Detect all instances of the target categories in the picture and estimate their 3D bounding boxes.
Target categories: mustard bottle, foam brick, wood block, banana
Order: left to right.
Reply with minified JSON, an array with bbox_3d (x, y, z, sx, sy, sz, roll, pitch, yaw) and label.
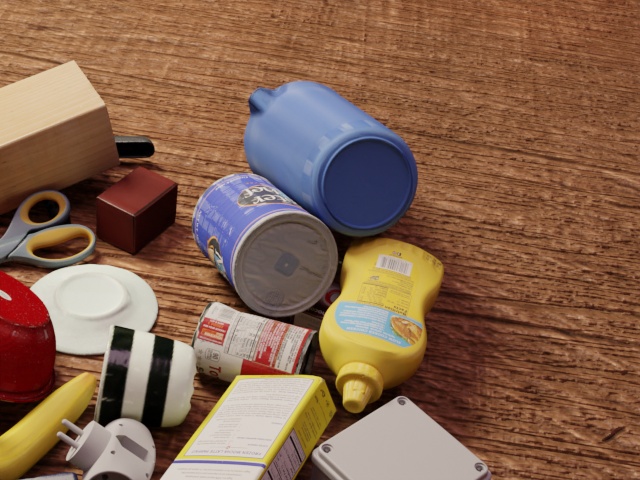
[{"bbox_3d":[-0.325,-0.094,1.107,0.205,0.090,0.091,-26,53,-19],"label":"wood block"},{"bbox_3d":[-0.237,0.161,0.849,0.037,0.070,0.197,44,16,2],"label":"banana"},{"bbox_3d":[-0.194,-0.032,1.125,0.051,0.053,0.078,24,39,18],"label":"foam brick"},{"bbox_3d":[0.051,0.080,0.971,0.096,0.058,0.191,17,42,4],"label":"mustard bottle"}]

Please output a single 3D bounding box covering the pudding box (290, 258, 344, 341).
[{"bbox_3d":[0.037,0.069,1.053,0.113,0.039,0.090,18,40,12],"label":"pudding box"}]

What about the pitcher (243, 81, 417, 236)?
[{"bbox_3d":[0.018,-0.078,1.107,0.149,0.145,0.243,-4,17,-16],"label":"pitcher"}]

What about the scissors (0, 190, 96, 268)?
[{"bbox_3d":[-0.328,-0.002,1.069,0.201,0.016,0.096,-6,62,-19],"label":"scissors"}]

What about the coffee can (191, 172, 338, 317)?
[{"bbox_3d":[-0.057,0.001,1.036,0.102,0.103,0.140,-8,21,-21],"label":"coffee can"}]

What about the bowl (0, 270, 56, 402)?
[{"bbox_3d":[-0.286,0.067,0.913,0.162,0.055,0.162,33,11,-8],"label":"bowl"}]

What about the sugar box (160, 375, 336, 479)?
[{"bbox_3d":[-0.065,0.179,0.864,0.093,0.048,0.176,-5,32,32],"label":"sugar box"}]

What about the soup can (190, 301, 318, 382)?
[{"bbox_3d":[-0.060,0.100,0.970,0.102,0.068,0.068,16,38,10],"label":"soup can"}]

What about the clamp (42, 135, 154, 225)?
[{"bbox_3d":[-0.314,-0.093,1.191,0.210,0.036,0.164,19,42,13],"label":"clamp"}]
